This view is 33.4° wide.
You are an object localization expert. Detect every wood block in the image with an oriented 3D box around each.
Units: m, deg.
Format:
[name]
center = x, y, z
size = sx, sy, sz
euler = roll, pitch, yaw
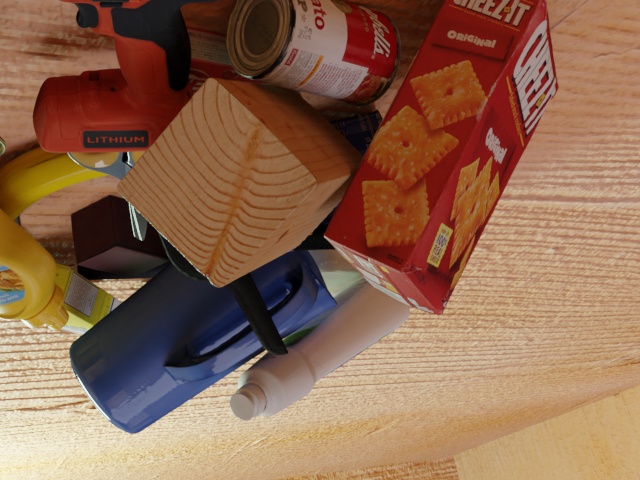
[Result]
[wood block]
center = -0.040, -0.043, 0.713
size = 0.091, 0.090, 0.206
euler = -46, 177, 12

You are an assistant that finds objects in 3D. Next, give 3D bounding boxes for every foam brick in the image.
[foam brick]
center = -0.186, -0.003, 0.998
size = 0.053, 0.051, 0.078
euler = -22, 159, 28

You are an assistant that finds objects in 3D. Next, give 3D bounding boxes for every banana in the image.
[banana]
center = -0.196, -0.056, 0.855
size = 0.198, 0.037, 0.069
euler = -21, 153, 10

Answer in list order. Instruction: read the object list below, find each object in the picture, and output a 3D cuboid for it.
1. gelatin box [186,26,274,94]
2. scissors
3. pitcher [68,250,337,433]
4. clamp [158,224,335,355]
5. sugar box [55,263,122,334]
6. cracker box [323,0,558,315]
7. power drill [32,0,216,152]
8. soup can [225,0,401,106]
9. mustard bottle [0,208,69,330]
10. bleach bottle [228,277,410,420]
[gelatin box]
center = -0.083, -0.117, 0.769
size = 0.089, 0.030, 0.073
euler = 4, 155, -40
[scissors]
center = -0.161, -0.047, 0.830
size = 0.096, 0.016, 0.202
euler = 2, 152, -24
[pitcher]
center = -0.112, 0.078, 1.011
size = 0.243, 0.145, 0.149
euler = -36, 161, -1
[clamp]
center = -0.056, 0.001, 0.847
size = 0.120, 0.171, 0.039
euler = -50, -160, -2
[sugar box]
center = -0.266, 0.061, 1.094
size = 0.093, 0.048, 0.176
euler = 11, 163, 15
[cracker box]
center = 0.096, -0.062, 0.776
size = 0.072, 0.213, 0.164
euler = 26, 173, 20
[power drill]
center = -0.138, -0.125, 0.635
size = 0.184, 0.057, 0.188
euler = -1, 151, -12
[soup can]
center = -0.005, -0.133, 0.719
size = 0.102, 0.068, 0.069
euler = 7, 153, -43
[mustard bottle]
center = -0.266, 0.010, 0.841
size = 0.096, 0.058, 0.191
euler = -9, 136, 33
[bleach bottle]
center = -0.010, 0.114, 1.075
size = 0.103, 0.068, 0.250
euler = -32, 180, 40
